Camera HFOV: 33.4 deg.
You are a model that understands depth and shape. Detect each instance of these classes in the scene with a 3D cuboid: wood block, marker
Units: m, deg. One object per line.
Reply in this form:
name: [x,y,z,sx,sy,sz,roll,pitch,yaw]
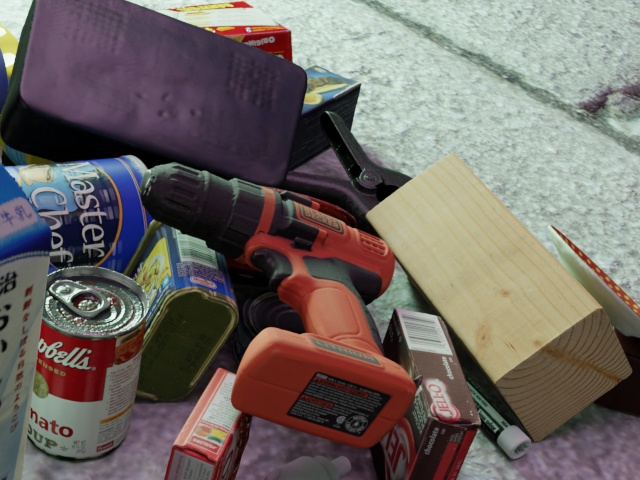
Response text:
wood block: [0.130,0.036,0.809,0.090,0.090,0.206,-36,43,1]
marker: [0.108,0.112,0.779,0.020,0.020,0.121,-10,39,-33]

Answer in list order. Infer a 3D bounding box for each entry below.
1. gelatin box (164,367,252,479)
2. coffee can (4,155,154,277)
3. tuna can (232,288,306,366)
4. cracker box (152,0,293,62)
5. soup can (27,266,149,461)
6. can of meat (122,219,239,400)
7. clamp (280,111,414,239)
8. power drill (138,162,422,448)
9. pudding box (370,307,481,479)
gelatin box: [-0.066,0.131,0.614,0.030,0.089,0.073,20,32,6]
coffee can: [-0.196,-0.005,0.762,0.140,0.103,0.103,-8,38,-31]
tuna can: [-0.019,0.071,0.779,0.086,0.034,0.086,10,32,-7]
cracker box: [-0.129,-0.179,1.026,0.164,0.072,0.214,-8,20,-14]
soup can: [-0.145,0.076,0.655,0.068,0.102,0.068,10,32,-7]
can of meat: [-0.100,0.046,0.722,0.057,0.102,0.084,19,30,-27]
clamp: [0.040,-0.054,0.976,0.171,0.039,0.120,27,56,6]
power drill: [-0.023,0.031,0.654,0.184,0.057,0.187,20,30,-22]
pudding box: [0.062,0.113,0.693,0.039,0.090,0.113,10,31,-13]
